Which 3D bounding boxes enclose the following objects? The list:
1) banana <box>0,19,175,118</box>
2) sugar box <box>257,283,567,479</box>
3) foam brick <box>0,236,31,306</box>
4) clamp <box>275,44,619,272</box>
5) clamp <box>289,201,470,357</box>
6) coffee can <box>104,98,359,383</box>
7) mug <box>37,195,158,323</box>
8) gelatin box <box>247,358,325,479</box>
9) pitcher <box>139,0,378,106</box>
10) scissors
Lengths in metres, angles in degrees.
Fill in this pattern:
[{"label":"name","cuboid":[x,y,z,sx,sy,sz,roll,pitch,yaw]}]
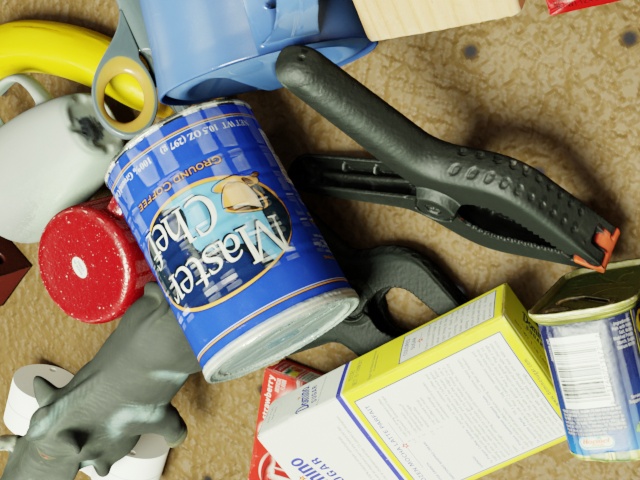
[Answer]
[{"label":"banana","cuboid":[-0.186,-0.125,0.763,0.198,0.037,0.069,7,132,29]},{"label":"sugar box","cuboid":[0.059,0.106,0.643,0.176,0.048,0.093,-28,108,26]},{"label":"foam brick","cuboid":[-0.275,0.014,0.828,0.078,0.052,0.051,46,118,10]},{"label":"clamp","cuboid":[0.065,-0.038,0.601,0.210,0.164,0.036,21,74,15]},{"label":"clamp","cuboid":[0.019,0.046,0.688,0.172,0.039,0.120,23,111,26]},{"label":"coffee can","cuboid":[-0.054,0.001,0.646,0.103,0.102,0.140,-37,75,29]},{"label":"mug","cuboid":[-0.134,0.000,0.734,0.093,0.081,0.117,36,115,16]},{"label":"gelatin box","cuboid":[-0.008,0.135,0.726,0.073,0.030,0.089,18,109,24]},{"label":"pitcher","cuboid":[-0.056,-0.209,0.616,0.149,0.144,0.243,-15,91,32]},{"label":"scissors","cuboid":[-0.142,-0.151,0.716,0.096,0.016,0.202,-36,83,-13]}]
